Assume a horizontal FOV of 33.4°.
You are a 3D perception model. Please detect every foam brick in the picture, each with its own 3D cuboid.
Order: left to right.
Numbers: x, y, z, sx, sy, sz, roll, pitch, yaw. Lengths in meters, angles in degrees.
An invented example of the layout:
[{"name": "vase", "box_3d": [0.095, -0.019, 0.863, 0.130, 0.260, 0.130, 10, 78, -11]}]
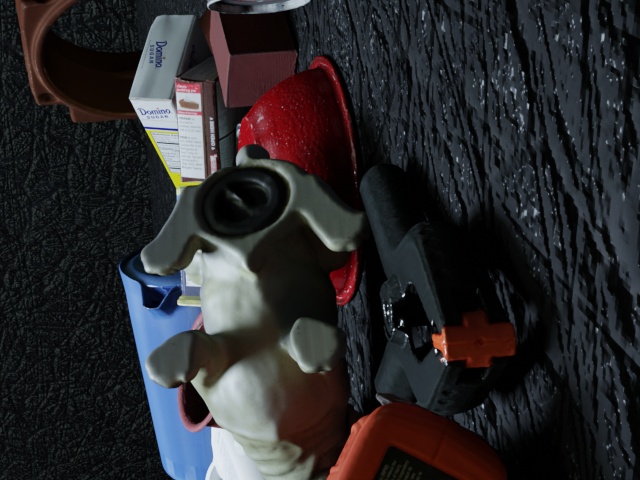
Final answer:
[{"name": "foam brick", "box_3d": [-0.050, -0.145, 0.790, 0.053, 0.051, 0.078, 101, 159, -51]}]

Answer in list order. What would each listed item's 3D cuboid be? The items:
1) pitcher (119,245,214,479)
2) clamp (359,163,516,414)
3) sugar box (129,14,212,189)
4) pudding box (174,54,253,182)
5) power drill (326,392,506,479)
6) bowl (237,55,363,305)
[{"name": "pitcher", "box_3d": [-0.121, 0.120, 1.111, 0.145, 0.149, 0.243, 29, 129, 58]}, {"name": "clamp", "box_3d": [0.045, 0.038, 0.466, 0.171, 0.039, 0.120, -114, 14, -74]}, {"name": "sugar box", "box_3d": [-0.117, -0.111, 0.958, 0.176, 0.048, 0.093, 68, -151, -58]}, {"name": "pudding box", "box_3d": [-0.086, -0.107, 0.907, 0.113, 0.039, 0.090, -59, -30, -65]}, {"name": "power drill", "box_3d": [0.008, 0.147, 0.441, 0.188, 0.057, 0.184, 112, -177, -71]}, {"name": "bowl", "box_3d": [-0.019, -0.036, 0.687, 0.162, 0.055, 0.162, 174, 90, -78]}]
